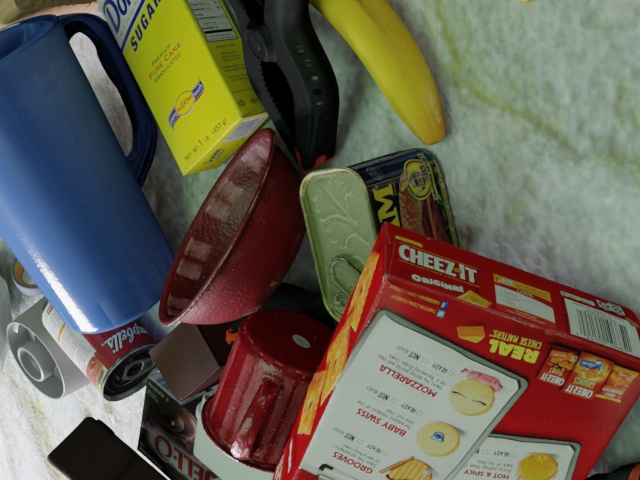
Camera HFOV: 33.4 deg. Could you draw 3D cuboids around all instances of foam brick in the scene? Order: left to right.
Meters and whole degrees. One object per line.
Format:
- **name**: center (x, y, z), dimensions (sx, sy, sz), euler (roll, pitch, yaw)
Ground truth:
- **foam brick**: center (-0.095, 0.090, 0.884), dimensions (0.078, 0.051, 0.053), euler (-40, 77, 44)

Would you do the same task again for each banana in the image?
- **banana**: center (0.019, -0.145, 0.707), dimensions (0.198, 0.037, 0.070), euler (47, 159, 26)

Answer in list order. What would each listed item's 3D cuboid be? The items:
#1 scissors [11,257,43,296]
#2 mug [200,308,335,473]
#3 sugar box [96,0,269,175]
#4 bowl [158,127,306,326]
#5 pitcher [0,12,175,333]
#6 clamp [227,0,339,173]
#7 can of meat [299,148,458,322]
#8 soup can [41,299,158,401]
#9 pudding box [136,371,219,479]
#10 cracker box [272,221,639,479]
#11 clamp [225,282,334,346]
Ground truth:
- **scissors**: center (-0.285, -0.004, 1.015), dimensions (0.202, 0.096, 0.016), euler (20, 145, 35)
- **mug**: center (-0.032, 0.106, 0.737), dimensions (0.093, 0.117, 0.082), euler (26, 116, 10)
- **sugar box**: center (-0.108, -0.149, 0.817), dimensions (0.094, 0.048, 0.176), euler (-38, 79, 45)
- **bowl**: center (-0.055, 0.001, 0.775), dimensions (0.055, 0.162, 0.162), euler (30, 135, -16)
- **pitcher**: center (-0.205, -0.054, 0.858), dimensions (0.149, 0.145, 0.243), euler (-19, 118, 13)
- **clamp**: center (-0.036, -0.146, 0.720), dimensions (0.165, 0.036, 0.210), euler (35, 147, 49)
- **can of meat**: center (0.042, -0.005, 0.696), dimensions (0.058, 0.083, 0.102), euler (-6, 100, 45)
- **soup can**: center (-0.199, 0.088, 0.972), dimensions (0.102, 0.068, 0.069), euler (43, 130, 26)
- **pudding box**: center (-0.109, 0.177, 0.936), dimensions (0.114, 0.039, 0.090), euler (35, 127, 31)
- **cracker box**: center (0.076, 0.113, 0.651), dimensions (0.164, 0.072, 0.214), euler (18, 120, -6)
- **clamp**: center (-0.004, 0.060, 0.796), dimensions (0.172, 0.039, 0.120), euler (7, 105, 37)
